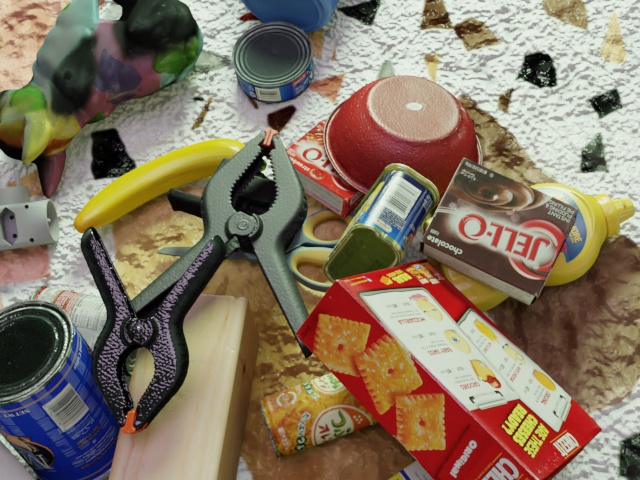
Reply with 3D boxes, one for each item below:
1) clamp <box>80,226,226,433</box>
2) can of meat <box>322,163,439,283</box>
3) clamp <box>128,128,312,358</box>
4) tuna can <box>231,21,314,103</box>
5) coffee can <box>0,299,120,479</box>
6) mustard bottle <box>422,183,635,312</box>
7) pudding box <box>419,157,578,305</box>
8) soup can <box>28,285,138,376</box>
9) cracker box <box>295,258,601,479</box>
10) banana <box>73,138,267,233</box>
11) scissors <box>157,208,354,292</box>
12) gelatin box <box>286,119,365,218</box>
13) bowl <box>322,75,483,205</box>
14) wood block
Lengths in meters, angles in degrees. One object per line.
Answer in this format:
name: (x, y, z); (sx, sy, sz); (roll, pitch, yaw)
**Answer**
clamp: (-0.133, 0.069, 0.863); (0.120, 0.039, 0.171); (-6, 83, 11)
can of meat: (0.053, -0.007, 0.964); (0.057, 0.102, 0.083); (35, 53, -1)
clamp: (-0.056, 0.001, 0.922); (0.165, 0.036, 0.210); (16, 66, 12)
tuna can: (-0.049, -0.187, 1.126); (0.086, 0.034, 0.086); (-3, 61, 5)
coffee can: (-0.227, 0.132, 0.899); (0.103, 0.140, 0.103); (-10, 48, 11)
mustard bottle: (0.198, -0.002, 0.984); (0.191, 0.058, 0.096); (-18, 62, -4)
pudding box: (0.155, -0.008, 0.935); (0.113, 0.039, 0.090); (25, 72, 13)
soup can: (-0.213, 0.083, 0.978); (0.102, 0.068, 0.068); (10, 63, 11)
cracker box: (0.105, 0.116, 0.863); (0.214, 0.163, 0.072); (45, 115, 19)
banana: (-0.152, -0.061, 1.057); (0.198, 0.037, 0.069); (-21, 23, 1)
scissors: (-0.049, -0.002, 1.036); (0.202, 0.016, 0.096); (15, 63, 14)
gelatin box: (0.013, -0.072, 1.050); (0.089, 0.030, 0.073); (34, 56, 22)
bowl: (0.085, -0.109, 1.033); (0.162, 0.055, 0.162); (5, 50, -6)
wood block: (-0.115, 0.156, 0.914); (0.090, 0.091, 0.206); (5, 62, 7)
